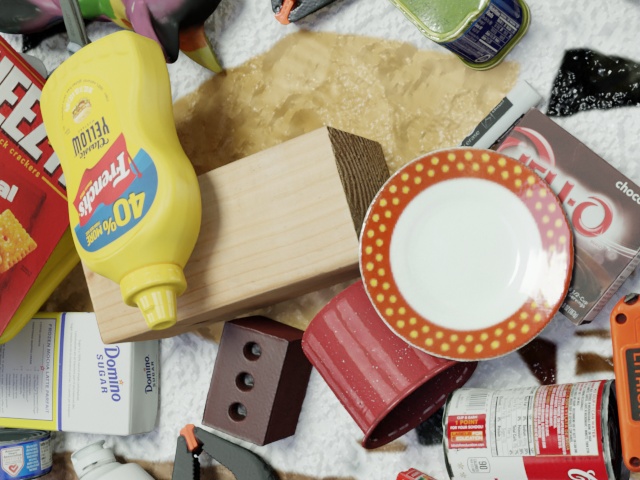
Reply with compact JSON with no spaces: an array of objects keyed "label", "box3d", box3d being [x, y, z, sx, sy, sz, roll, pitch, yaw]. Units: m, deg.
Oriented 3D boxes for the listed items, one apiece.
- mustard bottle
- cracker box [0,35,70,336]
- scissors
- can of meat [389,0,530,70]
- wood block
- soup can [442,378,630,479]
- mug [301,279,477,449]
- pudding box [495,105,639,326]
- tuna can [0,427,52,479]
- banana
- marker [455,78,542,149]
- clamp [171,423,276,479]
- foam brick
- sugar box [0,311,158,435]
[{"label":"mustard bottle","box3d":[-0.124,-0.033,0.692,0.096,0.058,0.192,-29,67,28]},{"label":"cracker box","box3d":[-0.261,-0.032,0.746,0.072,0.164,0.213,0,54,41]},{"label":"scissors","box3d":[-0.182,-0.134,0.763,0.096,0.201,0.016,21,60,28]},{"label":"can of meat","box3d":[0.077,-0.163,0.685,0.057,0.083,0.102,-48,70,17]},{"label":"wood block","box3d":[-0.055,0.002,0.740,0.206,0.090,0.090,-19,81,24]},{"label":"soup can","box3d":[0.134,0.122,0.660,0.102,0.068,0.068,-7,86,26]},{"label":"mug","box3d":[0.051,0.069,0.697,0.117,0.093,0.081,-34,67,-11]},{"label":"pudding box","box3d":[0.150,-0.016,0.671,0.114,0.039,0.090,42,106,21]},{"label":"tuna can","box3d":[-0.253,0.168,0.834,0.086,0.086,0.034,-5,88,25]},{"label":"banana","box3d":[-0.196,0.012,0.813,0.070,0.037,0.197,23,71,49]},{"label":"marker","box3d":[0.097,-0.057,0.708,0.121,0.020,0.020,-46,71,17]},{"label":"clamp","box3d":[-0.063,0.213,0.751,0.120,0.039,0.171,-34,68,-15]},{"label":"foam brick","box3d":[-0.042,0.098,0.753,0.053,0.051,0.078,15,95,25]},{"label":"sugar box","box3d":[-0.210,0.101,0.837,0.176,0.048,0.093,0,86,23]}]
